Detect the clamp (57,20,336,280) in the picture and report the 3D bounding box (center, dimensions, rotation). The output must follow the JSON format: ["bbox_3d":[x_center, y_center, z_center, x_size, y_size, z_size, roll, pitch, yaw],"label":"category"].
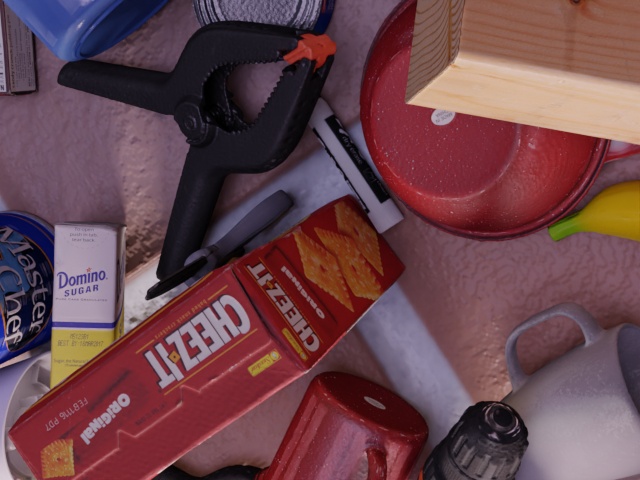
[{"bbox_3d":[-0.069,-0.066,0.668,0.210,0.036,0.164,-17,98,39],"label":"clamp"}]

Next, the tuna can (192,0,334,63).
[{"bbox_3d":[-0.035,-0.154,0.664,0.086,0.033,0.086,4,101,18],"label":"tuna can"}]

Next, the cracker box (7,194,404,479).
[{"bbox_3d":[-0.054,0.058,0.614,0.164,0.213,0.072,-37,88,21],"label":"cracker box"}]

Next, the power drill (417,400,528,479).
[{"bbox_3d":[0.129,0.192,0.609,0.188,0.057,0.185,42,146,21],"label":"power drill"}]

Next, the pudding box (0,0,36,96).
[{"bbox_3d":[-0.245,-0.154,0.732,0.090,0.039,0.113,2,103,17],"label":"pudding box"}]

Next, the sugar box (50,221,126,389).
[{"bbox_3d":[-0.151,0.076,0.698,0.048,0.093,0.176,4,92,-7],"label":"sugar box"}]

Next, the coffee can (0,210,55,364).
[{"bbox_3d":[-0.241,0.041,0.712,0.103,0.140,0.103,3,101,17],"label":"coffee can"}]

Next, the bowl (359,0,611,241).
[{"bbox_3d":[0.081,-0.072,0.610,0.162,0.055,0.162,9,108,30],"label":"bowl"}]

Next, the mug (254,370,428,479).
[{"bbox_3d":[0.018,0.139,0.662,0.093,0.117,0.081,22,102,-11],"label":"mug"}]

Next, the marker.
[{"bbox_3d":[0.012,-0.059,0.674,0.020,0.020,0.121,-34,88,21],"label":"marker"}]

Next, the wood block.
[{"bbox_3d":[0.157,-0.102,0.527,0.206,0.090,0.091,9,82,-9],"label":"wood block"}]

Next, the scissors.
[{"bbox_3d":[-0.054,0.001,0.623,0.096,0.202,0.016,-43,89,-3],"label":"scissors"}]
